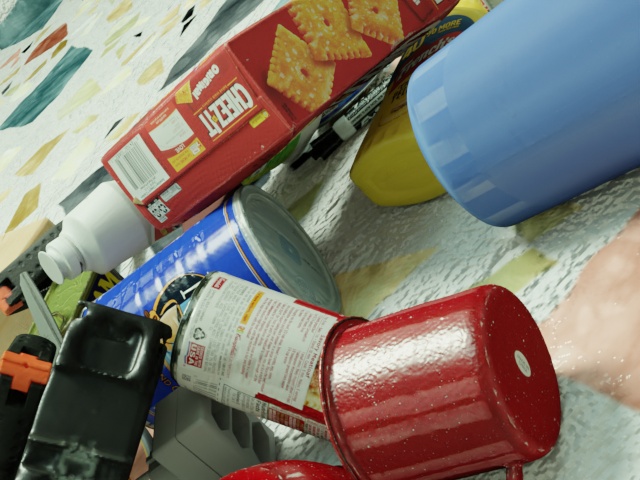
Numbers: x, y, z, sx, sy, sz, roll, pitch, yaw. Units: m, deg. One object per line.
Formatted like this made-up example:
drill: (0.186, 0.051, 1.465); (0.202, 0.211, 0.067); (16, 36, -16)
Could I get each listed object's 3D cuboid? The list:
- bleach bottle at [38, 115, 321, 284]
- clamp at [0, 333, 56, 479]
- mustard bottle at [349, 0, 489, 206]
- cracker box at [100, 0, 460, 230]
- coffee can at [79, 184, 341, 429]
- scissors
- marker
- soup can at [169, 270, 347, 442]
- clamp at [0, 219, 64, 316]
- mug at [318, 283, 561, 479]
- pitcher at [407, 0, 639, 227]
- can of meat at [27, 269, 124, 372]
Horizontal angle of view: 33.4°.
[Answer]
bleach bottle: (-0.110, -0.044, 0.826); (0.250, 0.068, 0.103); (-39, -6, -31)
clamp: (-0.185, 0.115, 0.638); (0.172, 0.039, 0.120); (126, 151, -66)
mustard bottle: (0.087, -0.112, 0.758); (0.096, 0.058, 0.191); (-25, 31, 43)
cracker box: (-0.023, -0.107, 0.715); (0.164, 0.072, 0.213); (-32, 8, 47)
coffee can: (-0.072, 0.045, 0.699); (0.140, 0.102, 0.103); (-36, 27, 15)
scissors: (-0.177, 0.117, 0.730); (0.202, 0.016, 0.096); (41, 103, 32)
marker: (0.039, -0.107, 0.865); (0.121, 0.020, 0.020); (-41, 26, 7)
soup can: (-0.022, 0.063, 0.582); (0.068, 0.102, 0.068); (19, -91, -80)
clamp: (-0.191, -0.008, 0.896); (0.209, 0.036, 0.165); (-39, -10, -50)
mug: (0.060, 0.080, 0.491); (0.082, 0.093, 0.117); (-21, 64, 30)
pitcher: (0.174, -0.107, 0.569); (0.243, 0.149, 0.145); (-31, 43, 31)
can of meat: (-0.170, 0.071, 0.820); (0.058, 0.084, 0.102); (-28, 30, 28)
